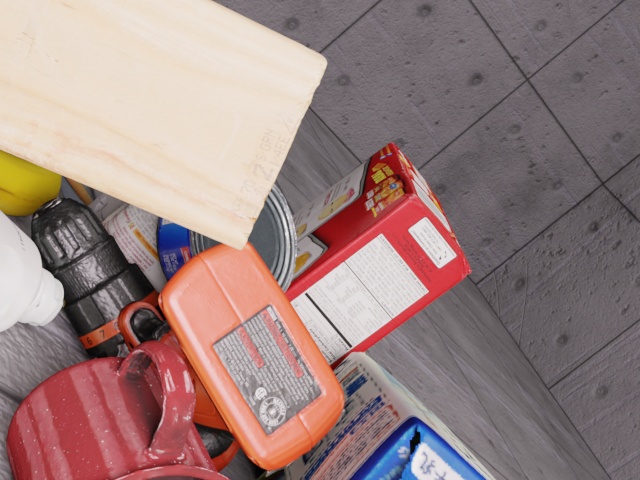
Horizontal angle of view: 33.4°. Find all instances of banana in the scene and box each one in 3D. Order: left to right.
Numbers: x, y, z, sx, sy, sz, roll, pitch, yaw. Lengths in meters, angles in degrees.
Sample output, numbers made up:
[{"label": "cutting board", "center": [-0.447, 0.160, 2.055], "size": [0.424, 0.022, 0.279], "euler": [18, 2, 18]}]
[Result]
[{"label": "banana", "center": [-0.218, -0.055, 0.646], "size": [0.070, 0.037, 0.197], "euler": [52, 10, 28]}]

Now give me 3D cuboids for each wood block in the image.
[{"label": "wood block", "center": [-0.114, -0.081, 0.447], "size": [0.206, 0.090, 0.091], "euler": [24, 3, -16]}]

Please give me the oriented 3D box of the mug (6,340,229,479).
[{"label": "mug", "center": [-0.085, 0.095, 0.461], "size": [0.093, 0.117, 0.082], "euler": [6, 30, -32]}]

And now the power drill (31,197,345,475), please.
[{"label": "power drill", "center": [-0.076, 0.048, 0.557], "size": [0.184, 0.057, 0.188], "euler": [58, -25, -9]}]

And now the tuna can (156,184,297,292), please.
[{"label": "tuna can", "center": [-0.054, 0.001, 0.624], "size": [0.085, 0.034, 0.086], "euler": [12, 73, -48]}]

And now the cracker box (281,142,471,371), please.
[{"label": "cracker box", "center": [-0.009, 0.037, 0.723], "size": [0.072, 0.214, 0.164], "euler": [50, 9, -14]}]

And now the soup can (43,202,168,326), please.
[{"label": "soup can", "center": [-0.115, 0.010, 0.672], "size": [0.068, 0.102, 0.068], "euler": [49, 9, -11]}]
